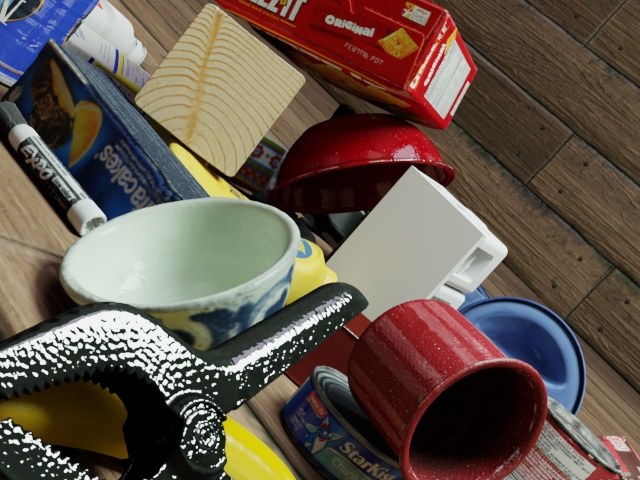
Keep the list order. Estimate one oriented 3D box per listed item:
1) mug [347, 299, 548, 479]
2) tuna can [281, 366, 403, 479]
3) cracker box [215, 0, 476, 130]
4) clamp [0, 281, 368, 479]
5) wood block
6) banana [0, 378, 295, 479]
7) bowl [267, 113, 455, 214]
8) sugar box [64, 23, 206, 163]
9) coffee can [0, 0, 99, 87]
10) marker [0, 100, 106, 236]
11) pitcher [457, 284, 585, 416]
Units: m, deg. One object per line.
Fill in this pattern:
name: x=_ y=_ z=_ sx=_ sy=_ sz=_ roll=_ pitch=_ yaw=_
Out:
mug: x=0.070 y=0.095 z=0.612 sx=0.082 sy=0.093 sz=0.117 roll=47 pitch=-21 yaw=53
tuna can: x=0.018 y=0.117 z=0.643 sx=0.086 sy=0.034 sz=0.086 roll=40 pitch=10 yaw=-9
cracker box: x=0.028 y=-0.160 z=0.847 sx=0.164 sy=0.072 sz=0.213 roll=27 pitch=5 yaw=13
clamp: x=-0.050 y=0.068 z=0.407 sx=0.209 sy=0.036 sz=0.164 roll=26 pitch=56 yaw=-37
wood block: x=-0.079 y=-0.126 z=0.843 sx=0.090 sy=0.091 sz=0.206 roll=37 pitch=7 yaw=-11
banana: x=-0.066 y=0.086 z=0.442 sx=0.197 sy=0.037 sz=0.070 roll=36 pitch=11 yaw=-30
bowl: x=0.032 y=-0.069 z=0.914 sx=0.162 sy=0.162 sz=0.055 roll=19 pitch=62 yaw=-66
sugar box: x=-0.174 y=-0.131 z=0.952 sx=0.176 sy=0.048 sz=0.093 roll=35 pitch=13 yaw=-20
coffee can: x=-0.215 y=-0.197 z=0.792 sx=0.102 sy=0.140 sz=0.103 roll=40 pitch=10 yaw=-9
marker: x=-0.172 y=-0.047 z=0.665 sx=0.121 sy=0.020 sz=0.020 roll=47 pitch=11 yaw=27
pitcher: x=0.183 y=0.116 z=1.014 sx=0.145 sy=0.149 sz=0.242 roll=14 pitch=-2 yaw=17
